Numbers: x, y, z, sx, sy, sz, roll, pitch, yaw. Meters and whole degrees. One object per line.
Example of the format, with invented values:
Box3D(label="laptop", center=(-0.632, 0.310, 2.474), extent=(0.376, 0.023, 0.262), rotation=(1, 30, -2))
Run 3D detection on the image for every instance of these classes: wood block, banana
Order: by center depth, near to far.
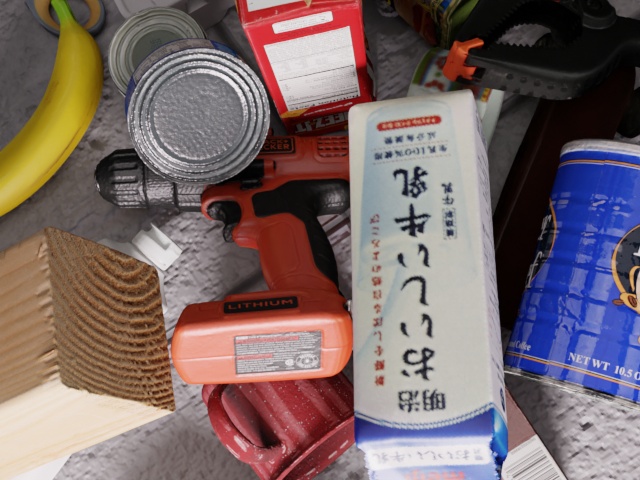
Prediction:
Box3D(label="wood block", center=(-0.192, 0.081, 0.602), extent=(0.206, 0.090, 0.091), rotation=(-24, 62, 25))
Box3D(label="banana", center=(-0.210, -0.075, 0.763), extent=(0.070, 0.037, 0.198), rotation=(31, 86, 15))

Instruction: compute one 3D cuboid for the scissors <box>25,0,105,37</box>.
Box3D(label="scissors", center=(-0.239, -0.193, 0.799), extent=(0.202, 0.016, 0.096), rotation=(-2, 79, 7))

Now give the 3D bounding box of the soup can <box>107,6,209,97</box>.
Box3D(label="soup can", center=(-0.097, -0.108, 0.720), extent=(0.068, 0.102, 0.068), rotation=(-1, 79, 7))

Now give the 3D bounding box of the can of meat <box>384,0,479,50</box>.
Box3D(label="can of meat", center=(0.073, -0.178, 0.711), extent=(0.057, 0.102, 0.084), rotation=(-43, 79, -4))

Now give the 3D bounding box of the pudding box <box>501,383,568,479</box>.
Box3D(label="pudding box", center=(0.111, 0.119, 0.656), extent=(0.039, 0.090, 0.113), rotation=(-31, 78, 2))

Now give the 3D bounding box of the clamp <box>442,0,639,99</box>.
Box3D(label="clamp", center=(0.174, -0.131, 0.667), extent=(0.209, 0.036, 0.165), rotation=(-26, 66, -25))

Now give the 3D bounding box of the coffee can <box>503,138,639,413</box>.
Box3D(label="coffee can", center=(0.173, 0.023, 0.622), extent=(0.103, 0.102, 0.140), rotation=(16, 85, 10))

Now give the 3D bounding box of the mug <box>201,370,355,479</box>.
Box3D(label="mug", center=(-0.028, 0.106, 0.668), extent=(0.081, 0.117, 0.093), rotation=(50, 119, 18))

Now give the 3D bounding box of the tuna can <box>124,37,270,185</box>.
Box3D(label="tuna can", center=(-0.076, -0.079, 0.651), extent=(0.086, 0.034, 0.086), rotation=(-6, 115, -13))

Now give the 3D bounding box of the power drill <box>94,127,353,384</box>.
Box3D(label="power drill", center=(-0.054, 0.001, 0.670), extent=(0.184, 0.057, 0.187), rotation=(-4, 45, -2))

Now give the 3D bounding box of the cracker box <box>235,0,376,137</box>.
Box3D(label="cracker box", center=(-0.012, -0.174, 0.664), extent=(0.072, 0.213, 0.164), rotation=(-11, 78, 4))
